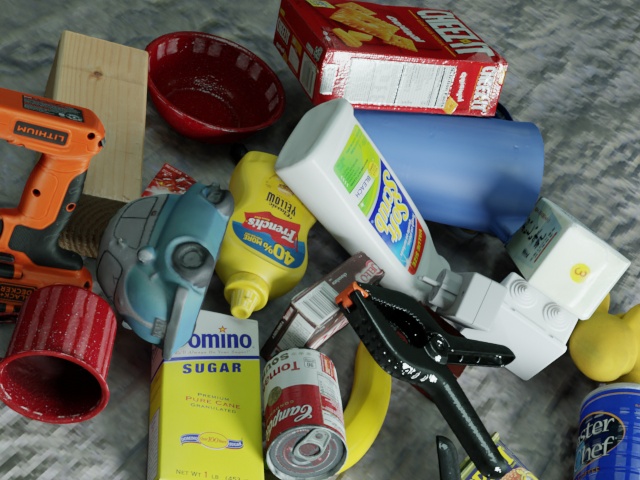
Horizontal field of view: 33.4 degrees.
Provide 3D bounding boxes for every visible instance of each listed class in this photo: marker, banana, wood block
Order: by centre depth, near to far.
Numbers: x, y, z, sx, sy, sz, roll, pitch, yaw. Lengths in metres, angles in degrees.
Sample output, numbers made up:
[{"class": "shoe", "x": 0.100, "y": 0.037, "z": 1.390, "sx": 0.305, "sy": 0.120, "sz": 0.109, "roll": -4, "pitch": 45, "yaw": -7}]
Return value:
[{"class": "banana", "x": 0.026, "y": 0.159, "z": 0.988, "sx": 0.069, "sy": 0.037, "sz": 0.197, "roll": 39, "pitch": 45, "yaw": 6}, {"class": "wood block", "x": -0.222, "y": -0.093, "z": 1.028, "sx": 0.090, "sy": 0.090, "sz": 0.206, "roll": 12, "pitch": 49, "yaw": -19}, {"class": "marker", "x": -0.060, "y": -0.058, "z": 1.138, "sx": 0.020, "sy": 0.020, "sz": 0.121, "roll": -20, "pitch": 65, "yaw": -39}]

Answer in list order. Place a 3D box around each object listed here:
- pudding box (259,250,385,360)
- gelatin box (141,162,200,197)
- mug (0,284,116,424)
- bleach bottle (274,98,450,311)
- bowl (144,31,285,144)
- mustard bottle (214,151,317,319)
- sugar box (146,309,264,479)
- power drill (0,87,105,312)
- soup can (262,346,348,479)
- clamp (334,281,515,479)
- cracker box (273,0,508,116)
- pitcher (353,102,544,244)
[{"class": "pudding box", "x": 0.002, "y": 0.069, "z": 1.015, "sx": 0.039, "sy": 0.090, "sz": 0.113, "roll": 45, "pitch": 46, "yaw": 14}, {"class": "gelatin box", "x": -0.135, "y": -0.028, "z": 1.062, "sx": 0.089, "sy": 0.030, "sz": 0.073, "roll": 30, "pitch": 45, "yaw": -3}, {"class": "mug", "x": -0.225, "y": 0.089, "z": 0.876, "sx": 0.117, "sy": 0.093, "sz": 0.081, "roll": 10, "pitch": 43, "yaw": -7}, {"class": "bleach bottle", "x": 0.062, "y": -0.020, "z": 1.085, "sx": 0.250, "sy": 0.068, "sz": 0.102, "roll": 48, "pitch": 51, "yaw": -25}, {"class": "bowl", "x": -0.121, "y": -0.155, "z": 1.155, "sx": 0.162, "sy": 0.055, "sz": 0.162, "roll": 15, "pitch": 42, "yaw": -15}, {"class": "mustard bottle", "x": -0.057, "y": 0.001, "z": 1.030, "sx": 0.096, "sy": 0.058, "sz": 0.191, "roll": 31, "pitch": 42, "yaw": -16}, {"class": "sugar box", "x": -0.100, "y": 0.142, "z": 0.927, "sx": 0.093, "sy": 0.048, "sz": 0.176, "roll": 12, "pitch": 49, "yaw": -20}, {"class": "power drill", "x": -0.266, "y": -0.030, "z": 0.887, "sx": 0.184, "sy": 0.188, "sz": 0.057, "roll": 10, "pitch": 23, "yaw": -23}, {"class": "soup can", "x": -0.015, "y": 0.149, "z": 0.920, "sx": 0.068, "sy": 0.069, "sz": 0.102, "roll": 16, "pitch": 32, "yaw": -17}, {"class": "clamp", "x": 0.100, "y": 0.114, "z": 0.969, "sx": 0.209, "sy": 0.036, "sz": 0.164, "roll": 34, "pitch": 35, "yaw": -20}, {"class": "cracker box", "x": 0.073, "y": -0.206, "z": 1.169, "sx": 0.213, "sy": 0.072, "sz": 0.164, "roll": 0, "pitch": 32, "yaw": -20}, {"class": "pitcher", "x": 0.112, "y": -0.094, "z": 1.177, "sx": 0.242, "sy": 0.145, "sz": 0.149, "roll": 10, "pitch": 14, "yaw": -11}]
